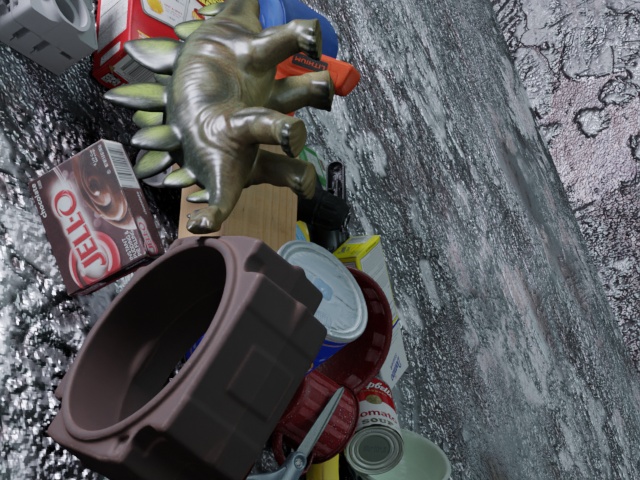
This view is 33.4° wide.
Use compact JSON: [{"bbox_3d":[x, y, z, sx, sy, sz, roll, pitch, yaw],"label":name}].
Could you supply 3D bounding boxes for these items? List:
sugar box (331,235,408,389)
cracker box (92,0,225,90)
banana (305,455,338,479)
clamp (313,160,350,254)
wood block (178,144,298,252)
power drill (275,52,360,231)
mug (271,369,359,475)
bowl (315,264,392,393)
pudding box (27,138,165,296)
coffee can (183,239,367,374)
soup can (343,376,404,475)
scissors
[{"bbox_3d":[0.057,0.089,1.279,0.093,0.048,0.176,-39,121,-62],"label":"sugar box"},{"bbox_3d":[-0.173,-0.229,1.207,0.164,0.072,0.213,34,36,-38],"label":"cracker box"},{"bbox_3d":[0.006,0.268,1.137,0.069,0.037,0.198,70,12,-53],"label":"banana"},{"bbox_3d":[0.018,-0.004,1.324,0.164,0.036,0.210,-40,119,-70],"label":"clamp"},{"bbox_3d":[-0.084,-0.024,1.084,0.090,0.091,0.206,18,64,-36],"label":"wood block"},{"bbox_3d":[-0.024,-0.118,1.208,0.057,0.184,0.187,52,61,-76],"label":"power drill"},{"bbox_3d":[-0.022,0.184,1.104,0.081,0.093,0.117,39,53,-36],"label":"mug"},{"bbox_3d":[-0.002,0.100,1.195,0.162,0.162,0.055,54,-13,-23],"label":"bowl"},{"bbox_3d":[-0.196,-0.019,0.933,0.039,0.090,0.113,4,62,-65],"label":"pudding box"},{"bbox_3d":[-0.042,0.080,0.957,0.102,0.141,0.103,31,36,-26],"label":"coffee can"},{"bbox_3d":[0.055,0.207,1.204,0.068,0.068,0.102,53,11,-23],"label":"soup can"},{"bbox_3d":[-0.041,0.211,1.021,0.096,0.016,0.201,35,60,-27],"label":"scissors"}]
